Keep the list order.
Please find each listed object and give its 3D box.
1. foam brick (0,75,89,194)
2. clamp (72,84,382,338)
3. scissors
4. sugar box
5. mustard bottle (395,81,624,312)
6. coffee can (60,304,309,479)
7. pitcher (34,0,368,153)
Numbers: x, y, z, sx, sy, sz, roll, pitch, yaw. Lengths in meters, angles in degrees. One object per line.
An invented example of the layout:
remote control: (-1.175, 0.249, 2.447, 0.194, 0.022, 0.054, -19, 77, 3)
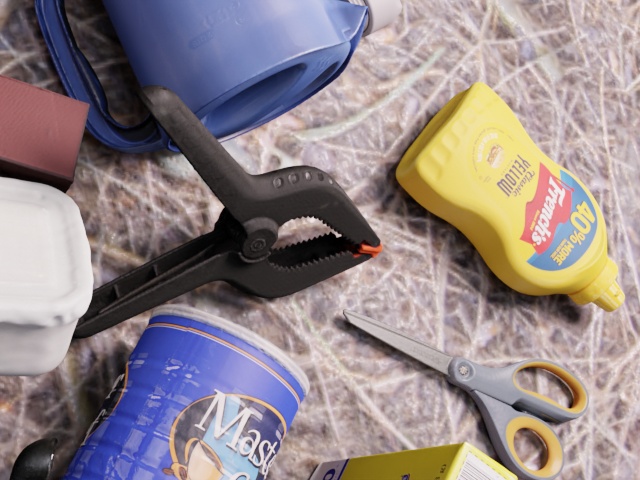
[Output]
foam brick: (-0.182, -0.061, 0.625, 0.078, 0.053, 0.051, 17, 69, -21)
clamp: (-0.054, 0.001, 0.655, 0.209, 0.165, 0.036, 12, 28, -40)
scissors: (0.101, 0.111, 0.738, 0.201, 0.016, 0.096, 13, 71, -22)
sugar box: (0.030, 0.166, 0.596, 0.048, 0.177, 0.093, 39, 62, -14)
mustard bottle: (0.150, -0.017, 0.772, 0.191, 0.058, 0.096, 43, 63, -10)
coffee can: (-0.081, 0.121, 0.596, 0.102, 0.103, 0.140, 33, 65, -14)
pitcher: (-0.097, -0.181, 0.667, 0.148, 0.145, 0.243, -24, 84, -41)
